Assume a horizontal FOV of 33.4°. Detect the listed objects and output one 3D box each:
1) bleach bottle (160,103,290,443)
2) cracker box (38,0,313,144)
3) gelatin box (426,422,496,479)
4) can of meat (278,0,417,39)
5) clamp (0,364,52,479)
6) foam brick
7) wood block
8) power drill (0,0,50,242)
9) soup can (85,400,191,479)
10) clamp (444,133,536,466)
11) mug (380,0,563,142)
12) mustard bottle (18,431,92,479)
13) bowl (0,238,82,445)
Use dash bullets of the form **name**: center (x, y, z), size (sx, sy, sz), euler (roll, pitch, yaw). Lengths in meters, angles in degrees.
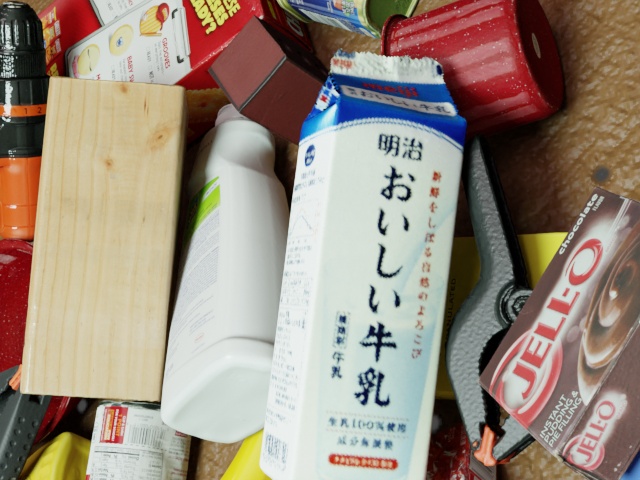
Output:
- **bleach bottle**: center (-0.055, 0.001, 0.707), size (0.103, 0.068, 0.251), euler (-42, 36, 39)
- **cracker box**: center (-0.122, -0.161, 0.840), size (0.214, 0.072, 0.164), euler (-32, 58, 25)
- **gelatin box**: center (0.059, 0.149, 0.583), size (0.073, 0.030, 0.089), euler (-31, 25, 27)
- **can of meat**: center (0.029, -0.195, 0.742), size (0.084, 0.057, 0.102), euler (25, 90, 39)
- **clamp**: center (-0.271, 0.168, 0.790), size (0.210, 0.036, 0.165), euler (-54, 43, 8)
- **foam brick**: center (-0.028, -0.108, 0.741), size (0.051, 0.078, 0.053), euler (-47, 53, 15)
- **wood block**: center (-0.142, 0.003, 0.725), size (0.090, 0.091, 0.206), euler (4, 83, -4)
- **power drill**: center (-0.260, -0.105, 0.874), size (0.188, 0.057, 0.184), euler (-149, 59, -61)
- **soup can**: center (-0.126, 0.165, 0.726), size (0.069, 0.068, 0.102), euler (-6, 70, 37)
- **clamp**: center (0.102, 0.027, 0.550), size (0.120, 0.039, 0.171), euler (25, 91, 35)
- **mug**: center (0.096, -0.110, 0.645), size (0.082, 0.093, 0.117), euler (-15, 29, 29)
- **mustard bottle**: center (-0.240, 0.225, 0.800), size (0.192, 0.058, 0.096), euler (-34, 44, 26)
- **bowl**: center (-0.223, 0.080, 0.830), size (0.162, 0.055, 0.162), euler (-3, 86, 36)
